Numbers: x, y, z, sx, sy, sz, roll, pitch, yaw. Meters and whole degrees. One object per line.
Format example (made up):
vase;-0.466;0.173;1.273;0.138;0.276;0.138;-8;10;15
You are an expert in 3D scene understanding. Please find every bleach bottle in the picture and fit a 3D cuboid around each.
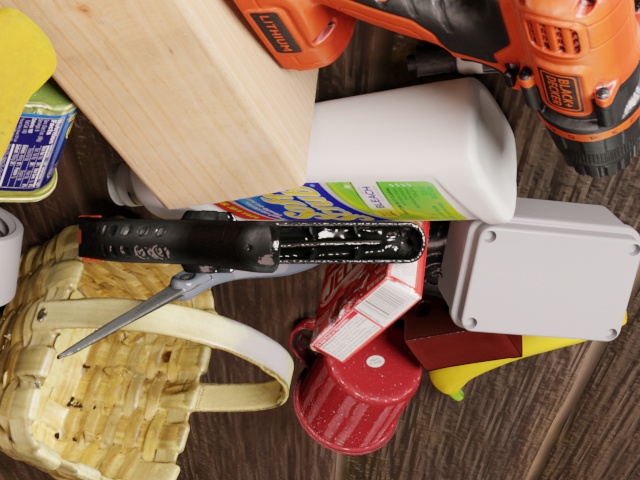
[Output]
bleach bottle;-0.014;-0.043;0.656;0.251;0.068;0.102;-4;160;24

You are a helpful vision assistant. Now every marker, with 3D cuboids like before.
marker;0.108;-0.102;0.585;0.121;0.020;0.020;-2;146;14

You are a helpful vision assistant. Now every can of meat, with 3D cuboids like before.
can of meat;-0.168;-0.086;0.583;0.057;0.102;0.084;0;149;-28

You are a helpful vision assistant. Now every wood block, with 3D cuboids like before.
wood block;-0.083;-0.114;0.535;0.090;0.091;0.206;-8;144;22

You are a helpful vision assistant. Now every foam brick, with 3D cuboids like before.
foam brick;0.107;0.059;0.797;0.078;0.053;0.051;-13;142;25

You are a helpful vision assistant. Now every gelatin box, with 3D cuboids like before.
gelatin box;0.031;0.027;0.686;0.030;0.073;0.089;31;132;-17

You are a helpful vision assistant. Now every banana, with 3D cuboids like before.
banana;0.147;0.084;0.846;0.069;0.037;0.198;6;154;-36

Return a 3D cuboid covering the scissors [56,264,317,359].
scissors;-0.062;0.026;0.659;0.096;0.201;0.016;6;120;29

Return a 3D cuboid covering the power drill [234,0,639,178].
power drill;0.061;-0.096;0.504;0.188;0.057;0.184;18;165;24

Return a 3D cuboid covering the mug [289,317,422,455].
mug;0.024;0.106;0.864;0.117;0.093;0.082;41;142;13

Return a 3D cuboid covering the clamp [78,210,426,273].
clamp;-0.054;0.001;0.621;0.210;0.036;0.164;1;180;39
